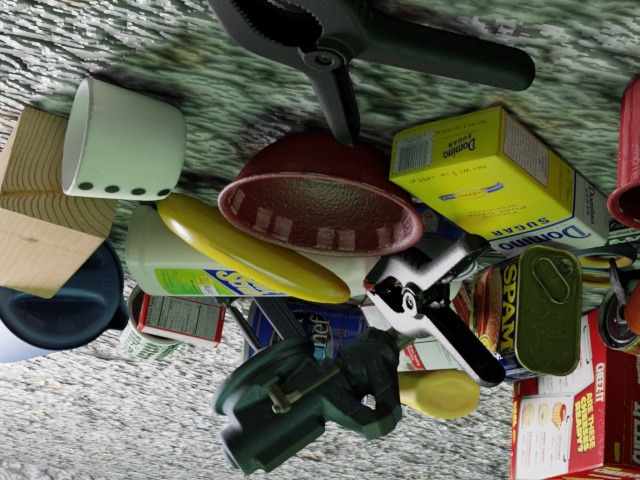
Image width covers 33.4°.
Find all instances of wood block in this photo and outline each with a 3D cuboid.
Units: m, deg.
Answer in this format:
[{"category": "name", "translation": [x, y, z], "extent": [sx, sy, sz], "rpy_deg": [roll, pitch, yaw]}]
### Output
[{"category": "wood block", "translation": [-0.241, -0.024, 0.917], "extent": [0.090, 0.090, 0.206], "rpy_deg": [18, 157, -21]}]

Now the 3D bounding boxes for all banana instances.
[{"category": "banana", "translation": [-0.063, 0.004, 0.913], "extent": [0.198, 0.037, 0.069], "rpy_deg": [30, -161, 2]}]

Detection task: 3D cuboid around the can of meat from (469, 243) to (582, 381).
[{"category": "can of meat", "translation": [0.162, 0.062, 0.858], "extent": [0.057, 0.102, 0.084], "rpy_deg": [11, 164, -19]}]

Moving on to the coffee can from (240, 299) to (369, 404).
[{"category": "coffee can", "translation": [-0.011, 0.124, 1.192], "extent": [0.140, 0.103, 0.103], "rpy_deg": [6, 159, 4]}]

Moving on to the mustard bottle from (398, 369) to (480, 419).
[{"category": "mustard bottle", "translation": [0.095, 0.162, 1.269], "extent": [0.096, 0.058, 0.192], "rpy_deg": [8, -179, -33]}]

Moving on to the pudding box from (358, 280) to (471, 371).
[{"category": "pudding box", "translation": [0.106, 0.087, 1.088], "extent": [0.114, 0.039, 0.090], "rpy_deg": [-9, 116, 34]}]

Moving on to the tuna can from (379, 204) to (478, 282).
[{"category": "tuna can", "translation": [0.096, 0.004, 0.928], "extent": [0.086, 0.033, 0.086], "rpy_deg": [9, 152, 4]}]

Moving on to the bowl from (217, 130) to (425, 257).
[{"category": "bowl", "translation": [0.004, -0.040, 0.833], "extent": [0.162, 0.055, 0.162], "rpy_deg": [7, 159, 3]}]

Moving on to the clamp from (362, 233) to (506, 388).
[{"category": "clamp", "translation": [0.089, 0.037, 0.862], "extent": [0.039, 0.120, 0.172], "rpy_deg": [-10, -160, -31]}]

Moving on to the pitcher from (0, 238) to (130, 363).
[{"category": "pitcher", "translation": [-0.314, 0.058, 1.117], "extent": [0.144, 0.149, 0.243], "rpy_deg": [-20, 178, -32]}]

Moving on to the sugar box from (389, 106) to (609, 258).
[{"category": "sugar box", "translation": [0.139, -0.037, 0.806], "extent": [0.094, 0.048, 0.176], "rpy_deg": [-10, 151, 39]}]

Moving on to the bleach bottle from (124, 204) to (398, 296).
[{"category": "bleach bottle", "translation": [-0.046, 0.016, 0.989], "extent": [0.251, 0.068, 0.102], "rpy_deg": [2, 155, 8]}]

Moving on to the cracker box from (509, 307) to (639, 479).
[{"category": "cracker box", "translation": [0.279, 0.178, 1.140], "extent": [0.072, 0.164, 0.214], "rpy_deg": [11, 159, -13]}]

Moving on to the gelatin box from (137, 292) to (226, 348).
[{"category": "gelatin box", "translation": [-0.146, 0.070, 1.143], "extent": [0.089, 0.073, 0.030], "rpy_deg": [14, 158, -15]}]

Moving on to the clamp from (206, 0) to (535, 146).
[{"category": "clamp", "translation": [0.003, -0.120, 0.655], "extent": [0.209, 0.036, 0.165], "rpy_deg": [24, 154, -30]}]
